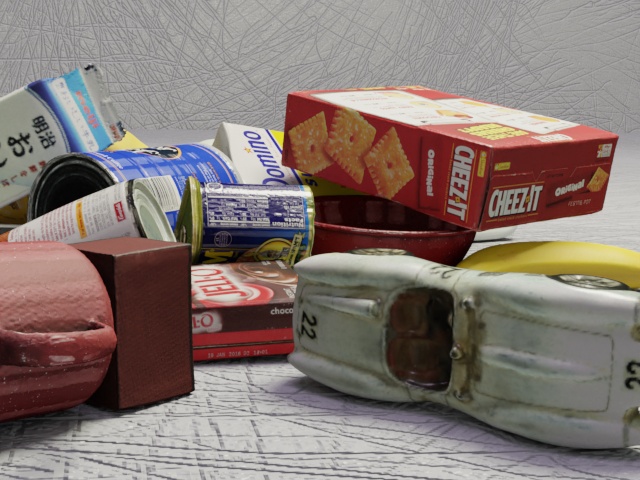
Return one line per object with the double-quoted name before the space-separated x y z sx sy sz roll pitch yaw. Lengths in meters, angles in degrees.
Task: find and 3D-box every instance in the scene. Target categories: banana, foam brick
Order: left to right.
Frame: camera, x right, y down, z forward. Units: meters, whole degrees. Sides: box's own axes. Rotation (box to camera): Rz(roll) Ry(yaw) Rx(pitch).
"foam brick" -0.099 0.040 0.534 0.053 0.078 0.051 6 11 39
"banana" 0.167 0.026 0.793 0.197 0.037 0.070 -6 29 -29

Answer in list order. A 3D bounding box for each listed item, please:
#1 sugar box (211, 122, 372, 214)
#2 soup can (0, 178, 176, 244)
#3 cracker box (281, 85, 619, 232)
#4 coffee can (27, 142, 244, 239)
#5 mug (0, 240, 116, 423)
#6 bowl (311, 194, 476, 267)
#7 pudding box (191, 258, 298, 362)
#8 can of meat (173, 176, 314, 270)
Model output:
"sugar box" -0.003 -0.049 0.933 0.176 0.048 0.093 9 41 -27
"soup can" -0.136 0.014 0.602 0.102 0.068 0.068 -23 8 5
"cracker box" 0.099 -0.071 0.854 0.163 0.072 0.214 -9 23 -42
"coffee can" -0.137 -0.021 0.822 0.103 0.103 0.140 7 11 32
"mug" -0.140 0.041 0.475 0.117 0.093 0.081 -1 1 39
"bowl" 0.047 0.004 0.825 0.162 0.055 0.162 3 11 -1
"pudding box" -0.056 0.041 0.648 0.090 0.039 0.113 -2 9 -12
"can of meat" -0.055 0.001 0.739 0.083 0.057 0.102 1 -29 -15
